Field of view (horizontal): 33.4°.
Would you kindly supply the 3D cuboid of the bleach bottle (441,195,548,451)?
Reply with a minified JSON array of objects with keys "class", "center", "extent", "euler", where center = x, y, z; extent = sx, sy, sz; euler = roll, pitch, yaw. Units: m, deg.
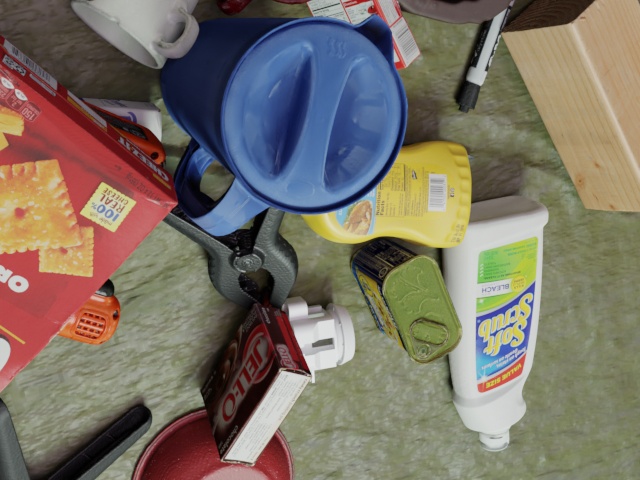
[{"class":"bleach bottle","center":[0.174,0.088,1.051],"extent":[0.102,0.068,0.251],"euler":[-12,110,-18]}]

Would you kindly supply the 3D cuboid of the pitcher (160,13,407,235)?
[{"class":"pitcher","center":[-0.051,-0.100,0.810],"extent":[0.149,0.243,0.145],"euler":[-10,107,-19]}]

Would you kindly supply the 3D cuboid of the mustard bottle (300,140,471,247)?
[{"class":"mustard bottle","center":[0.038,-0.045,0.943],"extent":[0.191,0.058,0.096],"euler":[2,90,-22]}]

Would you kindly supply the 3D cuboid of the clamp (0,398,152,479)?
[{"class":"clamp","center":[-0.251,0.220,0.910],"extent":[0.164,0.036,0.210],"euler":[25,98,-48]}]

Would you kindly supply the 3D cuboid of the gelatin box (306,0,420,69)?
[{"class":"gelatin box","center":[0.036,-0.187,0.915],"extent":[0.030,0.073,0.089],"euler":[-45,118,-38]}]

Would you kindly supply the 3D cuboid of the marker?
[{"class":"marker","center":[0.154,-0.177,0.996],"extent":[0.020,0.020,0.121],"euler":[17,97,-25]}]

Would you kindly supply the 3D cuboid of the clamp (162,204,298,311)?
[{"class":"clamp","center":[-0.056,0.001,0.914],"extent":[0.120,0.039,0.171],"euler":[-15,137,16]}]

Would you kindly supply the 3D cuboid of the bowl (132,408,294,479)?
[{"class":"bowl","center":[-0.091,0.238,0.987],"extent":[0.161,0.055,0.162],"euler":[-6,106,-21]}]

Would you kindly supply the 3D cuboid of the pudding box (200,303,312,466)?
[{"class":"pudding box","center":[-0.058,0.126,0.936],"extent":[0.039,0.090,0.114],"euler":[16,117,-28]}]

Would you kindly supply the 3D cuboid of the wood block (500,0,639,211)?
[{"class":"wood block","center":[0.267,-0.135,1.004],"extent":[0.090,0.090,0.206],"euler":[-42,115,-24]}]

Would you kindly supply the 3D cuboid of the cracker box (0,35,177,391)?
[{"class":"cracker box","center":[-0.232,-0.010,0.750],"extent":[0.164,0.072,0.214],"euler":[41,99,-23]}]

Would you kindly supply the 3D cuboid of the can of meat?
[{"class":"can of meat","center":[0.077,0.054,0.990],"extent":[0.057,0.084,0.102],"euler":[-29,112,-13]}]
